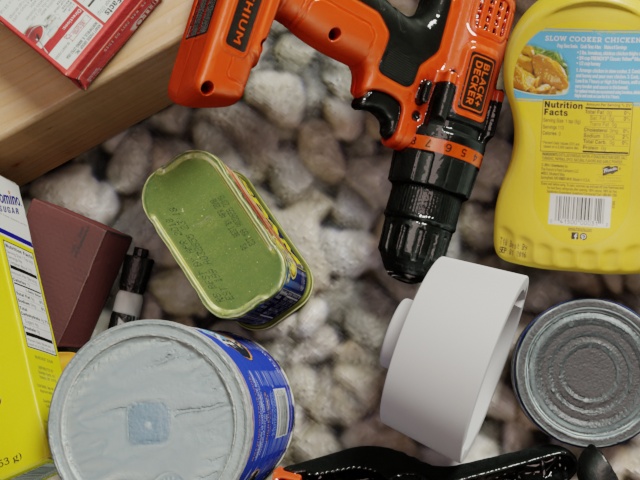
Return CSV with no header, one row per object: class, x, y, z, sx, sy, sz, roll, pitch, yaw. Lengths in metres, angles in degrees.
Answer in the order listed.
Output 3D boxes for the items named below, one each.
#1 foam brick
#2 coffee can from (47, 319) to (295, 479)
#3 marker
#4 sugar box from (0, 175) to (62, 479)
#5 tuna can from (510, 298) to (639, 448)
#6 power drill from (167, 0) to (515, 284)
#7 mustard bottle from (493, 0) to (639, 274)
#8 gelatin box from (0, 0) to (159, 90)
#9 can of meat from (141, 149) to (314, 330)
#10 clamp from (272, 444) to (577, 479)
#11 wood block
foam brick,-0.159,0.021,0.651,0.053,0.051,0.078,23,87,9
coffee can,-0.075,0.098,0.585,0.103,0.140,0.103,-1,83,8
marker,-0.124,0.063,0.657,0.020,0.020,0.121,12,85,9
sugar box,-0.199,0.056,0.595,0.093,0.048,0.176,-24,71,10
tuna can,0.152,0.075,0.609,0.086,0.033,0.086,-1,83,8
power drill,0.014,-0.082,0.596,0.187,0.057,0.184,17,84,-27
mustard bottle,0.148,-0.080,0.586,0.096,0.058,0.192,5,104,18
gelatin box,-0.141,-0.138,0.587,0.089,0.030,0.073,39,88,11
can of meat,-0.054,0.001,0.622,0.057,0.084,0.102,-35,80,3
clamp,0.052,0.154,0.580,0.172,0.120,0.039,-4,114,15
wood block,-0.162,-0.107,0.648,0.206,0.090,0.091,-28,80,4
